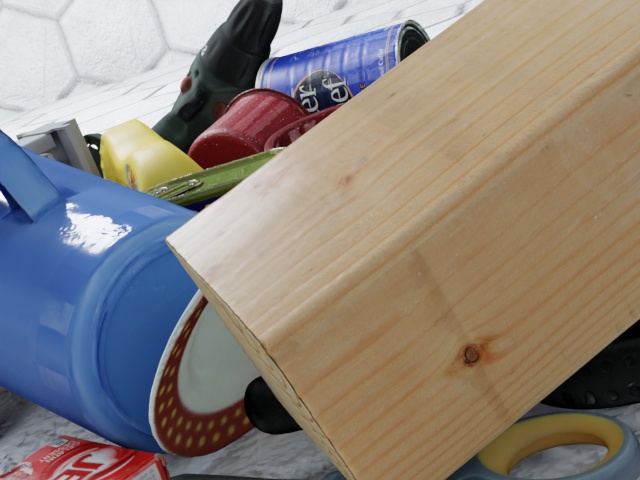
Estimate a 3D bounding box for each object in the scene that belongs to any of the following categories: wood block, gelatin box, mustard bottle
[{"bbox_3d":[0.065,-0.016,0.366,0.206,0.090,0.090,-37,34,-9],"label":"wood block"},{"bbox_3d":[-0.111,0.113,0.423,0.073,0.030,0.089,-2,23,46],"label":"gelatin box"},{"bbox_3d":[-0.108,-0.028,0.768,0.058,0.096,0.192,-26,23,-14],"label":"mustard bottle"}]

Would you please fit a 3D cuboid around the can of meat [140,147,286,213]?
[{"bbox_3d":[-0.054,0.001,0.638,0.102,0.084,0.057,-16,16,11],"label":"can of meat"}]

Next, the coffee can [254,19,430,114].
[{"bbox_3d":[0.027,-0.128,0.945,0.140,0.103,0.102,-10,18,28],"label":"coffee can"}]

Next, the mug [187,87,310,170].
[{"bbox_3d":[-0.062,-0.059,0.867,0.117,0.093,0.081,-46,3,36],"label":"mug"}]

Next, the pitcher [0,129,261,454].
[{"bbox_3d":[-0.136,0.015,0.547,0.149,0.145,0.243,13,1,-40],"label":"pitcher"}]
